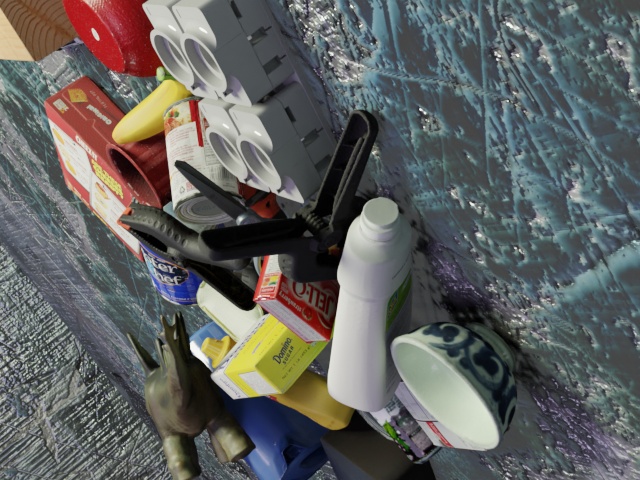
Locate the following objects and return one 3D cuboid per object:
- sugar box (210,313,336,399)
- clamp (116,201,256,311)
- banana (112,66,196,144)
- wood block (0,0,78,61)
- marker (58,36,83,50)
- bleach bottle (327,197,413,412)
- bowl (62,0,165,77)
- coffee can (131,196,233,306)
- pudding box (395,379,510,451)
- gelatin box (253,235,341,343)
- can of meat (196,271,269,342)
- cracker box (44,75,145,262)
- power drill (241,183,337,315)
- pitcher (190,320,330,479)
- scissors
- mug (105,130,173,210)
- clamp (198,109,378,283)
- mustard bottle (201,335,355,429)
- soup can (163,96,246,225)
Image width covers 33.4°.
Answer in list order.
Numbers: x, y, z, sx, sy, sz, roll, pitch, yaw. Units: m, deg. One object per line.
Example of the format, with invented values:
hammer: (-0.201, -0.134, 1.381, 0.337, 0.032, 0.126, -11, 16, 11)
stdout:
sugar box: (-0.050, 0.112, 1.080, 0.048, 0.093, 0.176, 45, 158, -9)
clamp: (-0.135, 0.006, 1.104, 0.171, 0.039, 0.120, 30, 151, 5)
banana: (-0.148, -0.138, 1.021, 0.198, 0.069, 0.037, -33, 70, 64)
wood block: (-0.334, -0.258, 1.176, 0.206, 0.090, 0.091, 18, 142, 56)
marker: (-0.289, -0.232, 1.229, 0.020, 0.020, 0.121, 57, 159, -20)
bleach bottle: (0.048, 0.048, 0.926, 0.068, 0.102, 0.251, 18, 144, 13)
bowl: (-0.195, -0.212, 1.014, 0.162, 0.055, 0.162, 42, 159, 20)
coffee can: (-0.159, -0.001, 1.245, 0.103, 0.102, 0.140, 41, 159, 23)
pudding box: (0.120, 0.157, 1.030, 0.090, 0.039, 0.114, 53, 158, -6)
gelatin box: (-0.017, 0.042, 0.966, 0.030, 0.073, 0.089, -8, 144, 36)
can of meat: (-0.083, 0.078, 1.238, 0.102, 0.057, 0.083, 39, -167, 27)
cracker box: (-0.259, -0.086, 1.352, 0.164, 0.072, 0.214, 44, 159, 14)
power drill: (-0.057, 0.001, 1.104, 0.185, 0.057, 0.187, 14, 143, 52)
pitcher: (-0.086, 0.227, 1.479, 0.243, 0.144, 0.149, 46, 134, 21)
scissors: (-0.046, -0.023, 0.963, 0.201, 0.096, 0.016, 60, -175, -44)
mug: (-0.160, -0.080, 1.134, 0.117, 0.081, 0.093, 40, 158, 25)
clamp: (-0.011, -0.007, 0.876, 0.036, 0.164, 0.210, 52, 173, 25)
mustard bottle: (-0.054, 0.162, 1.268, 0.191, 0.058, 0.096, 28, 175, -17)
soup can: (-0.107, -0.073, 0.989, 0.068, 0.068, 0.102, 103, 160, -66)
